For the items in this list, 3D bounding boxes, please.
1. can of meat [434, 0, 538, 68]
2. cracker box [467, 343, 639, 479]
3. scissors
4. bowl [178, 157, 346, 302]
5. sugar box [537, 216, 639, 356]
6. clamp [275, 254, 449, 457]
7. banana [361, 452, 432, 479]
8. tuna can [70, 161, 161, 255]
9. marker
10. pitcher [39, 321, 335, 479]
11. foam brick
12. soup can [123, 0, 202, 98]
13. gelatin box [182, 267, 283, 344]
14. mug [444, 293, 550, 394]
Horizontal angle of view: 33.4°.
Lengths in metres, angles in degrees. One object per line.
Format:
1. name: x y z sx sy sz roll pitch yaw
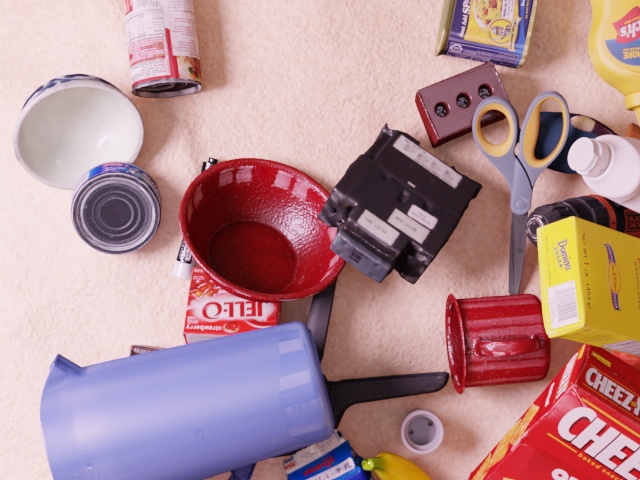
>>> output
1. can of meat: 0.160 -0.219 1.015 0.084 0.057 0.102 11 88 1
2. cracker box: 0.238 0.212 0.926 0.164 0.072 0.214 33 131 4
3. scissors: 0.170 -0.047 0.994 0.096 0.016 0.202 18 111 3
4. bowl: -0.057 0.001 0.993 0.162 0.055 0.162 10 52 -13
5. sugar box: 0.256 0.045 0.887 0.175 0.048 0.093 13 68 -34
6. clamp: 0.007 0.141 1.015 0.164 0.036 0.210 41 92 4
7. banana: 0.103 0.265 0.992 0.037 0.069 0.198 -34 98 34
8. tuna can: -0.194 -0.030 1.018 0.086 0.034 0.086 -3 111 -7
9. marker: -0.119 -0.022 1.037 0.020 0.020 0.121 15 88 3
10. pitcher: -0.112 0.161 0.943 0.243 0.149 0.145 -14 60 -2
11. foam brick: 0.134 -0.129 1.014 0.078 0.051 0.053 -23 86 1
12. soup can: -0.152 -0.194 1.023 0.068 0.068 0.102 -6 87 2
13. gelatin box: -0.081 0.064 1.011 0.089 0.030 0.073 2 57 3
14. mug: 0.164 0.092 0.973 0.081 0.117 0.093 -4 88 -3
